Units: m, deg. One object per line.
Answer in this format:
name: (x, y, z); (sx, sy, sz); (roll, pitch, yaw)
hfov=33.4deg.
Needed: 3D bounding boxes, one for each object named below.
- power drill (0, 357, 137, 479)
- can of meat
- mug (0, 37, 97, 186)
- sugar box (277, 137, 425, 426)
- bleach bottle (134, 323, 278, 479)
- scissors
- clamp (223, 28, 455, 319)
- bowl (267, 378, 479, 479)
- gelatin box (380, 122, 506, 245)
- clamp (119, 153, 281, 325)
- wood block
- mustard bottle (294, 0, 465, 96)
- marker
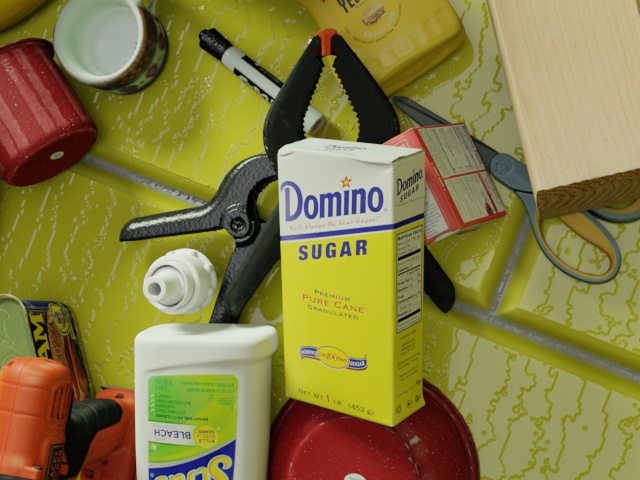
power drill: (-0.175, 0.172, 0.733); (0.057, 0.187, 0.184); (10, 87, 14)
can of meat: (-0.219, 0.094, 0.804); (0.057, 0.084, 0.102); (-18, 81, 13)
mug: (-0.233, -0.089, 0.828); (0.117, 0.093, 0.081); (-39, 81, 37)
sugar box: (0.020, 0.025, 0.699); (0.093, 0.048, 0.176); (9, 111, 36)
bleach bottle: (-0.079, 0.187, 0.761); (0.103, 0.068, 0.251); (0, 95, 12)
scissors: (0.150, -0.059, 0.754); (0.096, 0.016, 0.202); (-41, 77, 7)
clamp: (0.019, -0.040, 0.744); (0.164, 0.036, 0.210); (4, 102, 1)
bowl: (0.028, 0.167, 0.747); (0.162, 0.055, 0.162); (-1, 85, 14)
gelatin box: (0.084, -0.040, 0.719); (0.030, 0.089, 0.073); (-28, 83, 30)
clamp: (-0.055, 0.001, 0.793); (0.171, 0.039, 0.120); (-31, 90, 13)
wood block: (0.164, -0.129, 0.707); (0.091, 0.090, 0.206); (-14, 77, 11)
mustard bottle: (0.019, -0.202, 0.779); (0.096, 0.058, 0.192); (-33, 78, 15)
marker: (-0.047, -0.123, 0.809); (0.121, 0.020, 0.020); (40, 96, 15)
